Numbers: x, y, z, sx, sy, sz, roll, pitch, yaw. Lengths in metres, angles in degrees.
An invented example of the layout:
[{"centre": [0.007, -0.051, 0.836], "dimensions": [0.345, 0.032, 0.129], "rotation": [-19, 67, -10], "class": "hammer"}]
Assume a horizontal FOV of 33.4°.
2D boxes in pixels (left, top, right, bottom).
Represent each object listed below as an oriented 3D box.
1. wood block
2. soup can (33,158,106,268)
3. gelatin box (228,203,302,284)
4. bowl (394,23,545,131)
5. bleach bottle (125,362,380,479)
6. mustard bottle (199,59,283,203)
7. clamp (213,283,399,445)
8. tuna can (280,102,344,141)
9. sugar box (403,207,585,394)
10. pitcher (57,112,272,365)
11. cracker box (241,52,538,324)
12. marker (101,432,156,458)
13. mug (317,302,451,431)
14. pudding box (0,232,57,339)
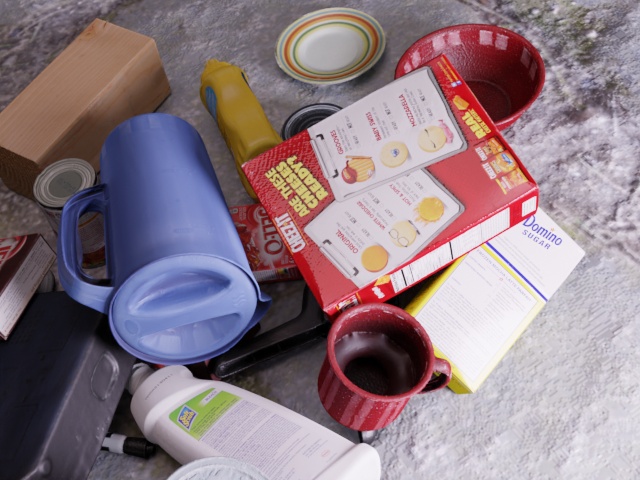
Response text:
[{"centre": [-0.274, -0.144, 1.210], "dimensions": [0.091, 0.090, 0.205], "rotation": [23, 60, 25], "class": "wood block"}, {"centre": [-0.250, -0.028, 1.108], "dimensions": [0.068, 0.102, 0.068], "rotation": [-5, 52, 7], "class": "soup can"}, {"centre": [-0.057, 0.001, 1.095], "dimensions": [0.073, 0.030, 0.089], "rotation": [-7, 52, 5], "class": "gelatin box"}, {"centre": [0.163, -0.163, 1.164], "dimensions": [0.162, 0.055, 0.162], "rotation": [-5, 52, 7], "class": "bowl"}, {"centre": [-0.075, 0.171, 0.949], "dimensions": [0.251, 0.068, 0.102], "rotation": [26, 49, 32], "class": "bleach bottle"}, {"centre": [-0.089, -0.134, 1.163], "dimensions": [0.058, 0.096, 0.192], "rotation": [-23, 52, -7], "class": "mustard bottle"}, {"centre": [0.005, 0.080, 1.014], "dimensions": [0.164, 0.036, 0.209], "rotation": [18, 57, 10], "class": "clamp"}, {"centre": [0.000, -0.110, 1.168], "dimensions": [0.086, 0.034, 0.086], "rotation": [-5, 52, 7], "class": "tuna can"}, {"centre": [0.153, 0.046, 0.979], "dimensions": [0.093, 0.048, 0.176], "rotation": [44, 71, -4], "class": "sugar box"}, {"centre": [-0.153, -0.013, 0.997], "dimensions": [0.145, 0.149, 0.243], "rotation": [-29, 43, 8], "class": "pitcher"}, {"centre": [0.062, -0.045, 0.958], "dimensions": [0.213, 0.072, 0.164], "rotation": [-30, 66, -1], "class": "cracker box"}, {"centre": [-0.210, 0.185, 0.990], "dimensions": [0.121, 0.020, 0.020], "rotation": [6, 54, 15], "class": "marker"}, {"centre": [0.055, 0.114, 0.925], "dimensions": [0.117, 0.082, 0.093], "rotation": [4, 57, -10], "class": "mug"}, {"centre": [-0.317, 0.046, 1.025], "dimensions": [0.090, 0.039, 0.113], "rotation": [-9, 43, 30], "class": "pudding box"}]
